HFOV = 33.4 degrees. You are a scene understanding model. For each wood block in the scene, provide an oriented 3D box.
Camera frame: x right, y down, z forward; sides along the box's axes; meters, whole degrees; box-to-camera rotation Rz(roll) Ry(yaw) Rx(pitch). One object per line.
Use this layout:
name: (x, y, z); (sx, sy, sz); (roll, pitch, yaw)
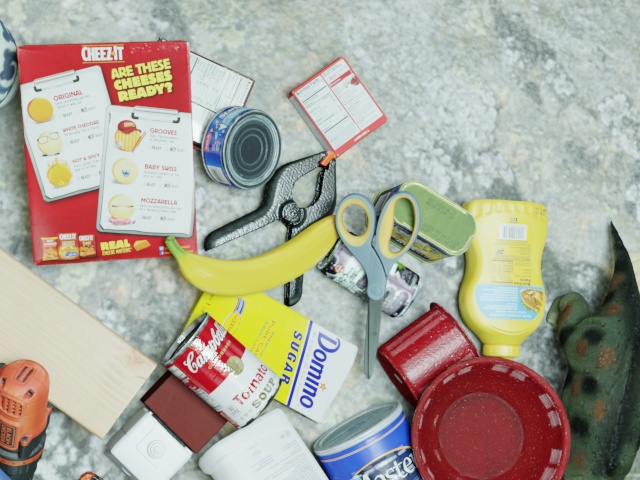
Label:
wood block: (-0.272, 0.095, 1.047); (0.206, 0.090, 0.090); (38, 78, -8)

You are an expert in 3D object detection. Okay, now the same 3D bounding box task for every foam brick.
foam brick: (-0.138, 0.172, 1.091); (0.078, 0.053, 0.051); (46, 76, -6)

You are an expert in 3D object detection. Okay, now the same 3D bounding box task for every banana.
banana: (-0.061, 0.019, 1.085); (0.197, 0.037, 0.070); (-9, 110, -29)

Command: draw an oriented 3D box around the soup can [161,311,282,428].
soup can: (-0.097, 0.129, 1.053); (0.102, 0.069, 0.068); (43, 77, -10)

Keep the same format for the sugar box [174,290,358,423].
sugar box: (-0.056, 0.111, 1.121); (0.176, 0.048, 0.093); (29, 80, -8)

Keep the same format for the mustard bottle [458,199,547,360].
mustard bottle: (0.202, 0.053, 1.183); (0.096, 0.058, 0.191); (3, 84, -15)

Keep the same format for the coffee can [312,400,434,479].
coffee can: (0.069, 0.253, 1.109); (0.102, 0.103, 0.140); (-28, 92, -15)

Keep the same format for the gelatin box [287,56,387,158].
gelatin box: (0.018, -0.146, 1.171); (0.073, 0.030, 0.089); (-37, 94, -13)

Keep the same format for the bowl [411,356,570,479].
bowl: (0.170, 0.201, 1.092); (0.162, 0.055, 0.162); (0, 81, -3)

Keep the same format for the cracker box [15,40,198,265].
cracker box: (-0.209, -0.089, 1.061); (0.164, 0.072, 0.214); (-4, 102, -13)

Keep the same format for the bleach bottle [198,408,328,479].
bleach bottle: (-0.013, 0.297, 1.064); (0.102, 0.068, 0.251); (-26, 75, -36)

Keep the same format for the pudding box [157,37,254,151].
pudding box: (-0.137, -0.150, 1.129); (0.113, 0.039, 0.090); (24, 81, -13)

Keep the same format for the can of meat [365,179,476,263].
can of meat: (0.109, -0.020, 1.154); (0.102, 0.084, 0.057); (30, 79, -9)

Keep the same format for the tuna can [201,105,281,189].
tuna can: (-0.081, -0.096, 1.109); (0.085, 0.034, 0.086); (-16, 112, -44)

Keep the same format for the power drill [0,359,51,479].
power drill: (-0.345, 0.152, 1.008); (0.187, 0.185, 0.057); (23, 41, 3)

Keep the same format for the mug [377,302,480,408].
mug: (0.121, 0.136, 1.142); (0.081, 0.093, 0.117); (-35, 101, -10)

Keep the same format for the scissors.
scissors: (0.042, 0.038, 1.111); (0.096, 0.016, 0.202); (21, 102, 4)

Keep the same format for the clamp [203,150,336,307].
clamp: (-0.045, -0.028, 1.139); (0.120, 0.039, 0.171); (28, 79, -20)
